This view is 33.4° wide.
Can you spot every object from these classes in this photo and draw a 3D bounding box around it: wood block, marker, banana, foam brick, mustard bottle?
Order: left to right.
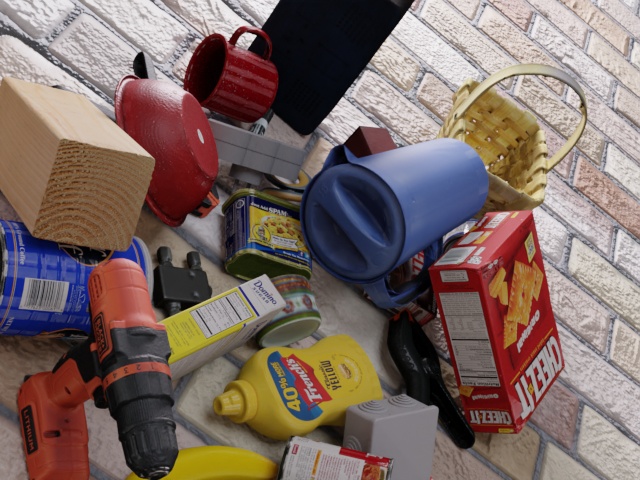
[{"bbox_3d":[-0.237,-0.074,0.980,0.090,0.091,0.206,10,16,-33],"label":"wood block"},{"bbox_3d":[-0.122,0.221,0.960,0.197,0.037,0.070,-19,70,-48],"label":"banana"},{"bbox_3d":[-0.080,-0.124,1.289,0.020,0.020,0.121,34,42,-14],"label":"marker"},{"bbox_3d":[-0.028,0.152,1.080,0.191,0.058,0.096,-5,61,-42],"label":"mustard bottle"},{"bbox_3d":[0.054,-0.099,1.339,0.052,0.078,0.051,-2,58,-41],"label":"foam brick"}]

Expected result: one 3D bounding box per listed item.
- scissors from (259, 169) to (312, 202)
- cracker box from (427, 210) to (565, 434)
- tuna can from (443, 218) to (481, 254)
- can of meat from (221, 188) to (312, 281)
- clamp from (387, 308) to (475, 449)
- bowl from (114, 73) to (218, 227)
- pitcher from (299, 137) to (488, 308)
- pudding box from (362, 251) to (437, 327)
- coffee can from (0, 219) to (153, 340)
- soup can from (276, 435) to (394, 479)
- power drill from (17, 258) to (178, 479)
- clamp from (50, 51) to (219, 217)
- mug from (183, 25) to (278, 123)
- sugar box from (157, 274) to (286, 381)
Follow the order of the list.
[{"bbox_3d":[0.013,-0.054,1.289,0.201,0.016,0.096,3,49,-26],"label":"scissors"},{"bbox_3d":[0.213,0.093,1.247,0.163,0.072,0.213,-38,117,-49],"label":"cracker box"},{"bbox_3d":[0.197,0.015,1.360,0.086,0.086,0.033,38,42,-10],"label":"tuna can"},{"bbox_3d":[-0.058,0.002,1.178,0.102,0.058,0.084,19,49,-29],"label":"can of meat"},{"bbox_3d":[0.122,0.160,1.213,0.120,0.039,0.171,38,32,-45],"label":"clamp"},{"bbox_3d":[-0.145,-0.097,1.073,0.162,0.055,0.162,-16,90,-78],"label":"bowl"},{"bbox_3d":[0.098,-0.035,1.218,0.145,0.149,0.242,34,31,22],"label":"pitcher"},{"bbox_3d":[0.100,0.041,1.292,0.090,0.039,0.113,31,42,-17],"label":"pudding box"},{"bbox_3d":[-0.236,0.038,0.960,0.140,0.103,0.103,8,53,-36],"label":"coffee can"},{"bbox_3d":[0.013,0.229,1.014,0.102,0.068,0.068,12,43,7],"label":"soup can"},{"bbox_3d":[-0.180,0.134,0.866,0.057,0.188,0.184,10,51,-37],"label":"power drill"},{"bbox_3d":[-0.183,-0.118,1.183,0.210,0.036,0.164,46,39,-4],"label":"clamp"},{"bbox_3d":[-0.099,-0.199,1.266,0.081,0.117,0.093,18,19,-36],"label":"mug"},{"bbox_3d":[-0.121,0.094,1.021,0.048,0.093,0.175,54,40,8],"label":"sugar box"}]
